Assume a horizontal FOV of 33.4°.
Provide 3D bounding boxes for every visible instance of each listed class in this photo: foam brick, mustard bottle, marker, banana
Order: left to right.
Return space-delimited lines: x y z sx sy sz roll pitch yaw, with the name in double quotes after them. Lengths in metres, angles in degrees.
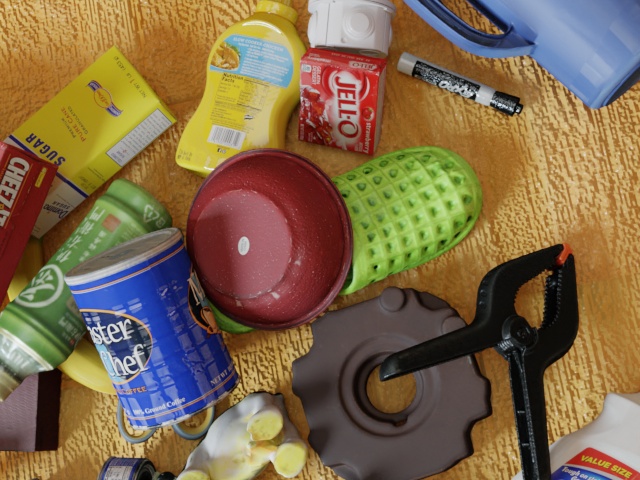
-0.273 0.155 0.980 0.051 0.053 0.078 -1 80 10 "foam brick"
-0.243 0.072 0.997 0.069 0.037 0.198 -33 76 4 "banana"
-0.061 -0.146 0.989 0.096 0.058 0.191 15 84 16 "mustard bottle"
0.128 -0.142 0.974 0.121 0.020 0.020 25 86 13 "marker"

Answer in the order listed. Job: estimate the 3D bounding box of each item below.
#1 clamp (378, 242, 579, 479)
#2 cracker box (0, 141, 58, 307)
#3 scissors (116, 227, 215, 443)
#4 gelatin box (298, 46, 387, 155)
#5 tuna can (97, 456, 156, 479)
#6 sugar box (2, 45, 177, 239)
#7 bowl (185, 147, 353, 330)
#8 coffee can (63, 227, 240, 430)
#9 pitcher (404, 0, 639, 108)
0.149 0.080 0.881 0.164 0.036 0.209 32 63 -9 "clamp"
-0.358 -0.027 0.978 0.214 0.072 0.164 18 85 37 "cracker box"
-0.123 0.095 0.980 0.096 0.016 0.201 21 73 -5 "scissors"
0.019 -0.125 0.959 0.073 0.089 0.030 13 41 11 "gelatin box"
-0.168 0.232 0.932 0.034 0.086 0.086 0 80 8 "tuna can"
-0.231 -0.094 1.010 0.176 0.048 0.093 -40 60 -1 "sugar box"
-0.056 0.001 0.911 0.162 0.055 0.162 2 95 22 "bowl"
-0.140 0.073 0.897 0.103 0.103 0.140 -20 101 6 "coffee can"
0.185 -0.225 0.924 0.243 0.144 0.149 47 122 11 "pitcher"
